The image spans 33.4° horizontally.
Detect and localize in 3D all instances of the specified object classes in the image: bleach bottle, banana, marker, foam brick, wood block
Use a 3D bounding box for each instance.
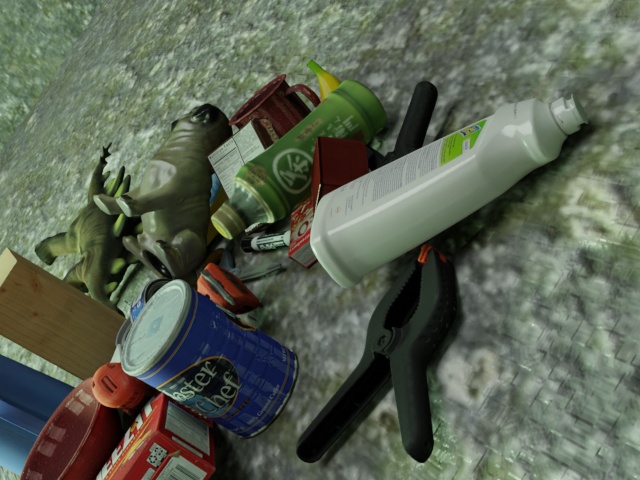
[{"bbox_3d":[0.112,-0.052,0.926,0.251,0.068,0.102,-27,26,25],"label":"bleach bottle"},{"bbox_3d":[-0.001,-0.115,1.231,0.037,0.069,0.197,87,-166,-65],"label":"banana"},{"bbox_3d":[-0.058,0.001,1.238,0.121,0.020,0.020,-9,51,57],"label":"marker"},{"bbox_3d":[0.020,-0.061,1.086,0.078,0.051,0.053,-93,10,-46],"label":"foam brick"},{"bbox_3d":[-0.331,0.106,1.366,0.090,0.205,0.091,-57,26,-3],"label":"wood block"}]

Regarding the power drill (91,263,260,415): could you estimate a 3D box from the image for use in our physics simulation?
[{"bbox_3d":[-0.152,0.114,1.166,0.187,0.057,0.184,-46,-11,-1],"label":"power drill"}]

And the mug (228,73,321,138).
[{"bbox_3d":[-0.044,-0.148,1.304,0.117,0.081,0.093,-30,20,38],"label":"mug"}]

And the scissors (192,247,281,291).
[{"bbox_3d":[-0.100,0.030,1.280,0.202,0.016,0.096,-29,35,42],"label":"scissors"}]

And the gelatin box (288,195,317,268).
[{"bbox_3d":[0.004,-0.023,1.147,0.089,0.030,0.073,-39,30,30],"label":"gelatin box"}]

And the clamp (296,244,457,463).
[{"bbox_3d":[0.057,0.099,0.900,0.165,0.036,0.210,-22,38,48],"label":"clamp"}]

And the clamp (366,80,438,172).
[{"bbox_3d":[0.073,-0.069,1.077,0.120,0.039,0.171,-47,25,50],"label":"clamp"}]

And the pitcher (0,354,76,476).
[{"bbox_3d":[-0.393,0.205,1.310,0.149,0.242,0.145,-42,30,27],"label":"pitcher"}]

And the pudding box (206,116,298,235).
[{"bbox_3d":[-0.074,-0.076,1.260,0.090,0.113,0.039,-33,-11,39],"label":"pudding box"}]

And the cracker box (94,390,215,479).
[{"bbox_3d":[-0.175,0.240,1.026,0.164,0.072,0.214,-55,8,-1],"label":"cracker box"}]

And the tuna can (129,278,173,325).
[{"bbox_3d":[-0.180,0.087,1.263,0.034,0.086,0.086,-46,26,35],"label":"tuna can"}]

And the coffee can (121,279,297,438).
[{"bbox_3d":[-0.108,0.117,1.043,0.103,0.140,0.103,-40,29,28],"label":"coffee can"}]

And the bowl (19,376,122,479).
[{"bbox_3d":[-0.266,0.232,1.173,0.162,0.055,0.162,-43,25,26],"label":"bowl"}]
